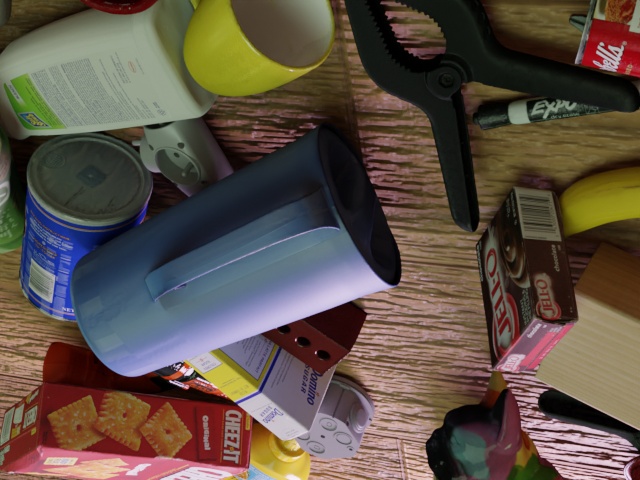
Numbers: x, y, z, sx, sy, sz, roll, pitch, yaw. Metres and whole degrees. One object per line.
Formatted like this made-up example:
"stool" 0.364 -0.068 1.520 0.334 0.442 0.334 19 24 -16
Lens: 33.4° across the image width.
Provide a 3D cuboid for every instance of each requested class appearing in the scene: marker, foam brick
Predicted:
"marker" 0.165 -0.094 0.750 0.121 0.020 0.020 -6 129 28
"foam brick" -0.008 0.073 0.961 0.078 0.051 0.053 34 136 -11

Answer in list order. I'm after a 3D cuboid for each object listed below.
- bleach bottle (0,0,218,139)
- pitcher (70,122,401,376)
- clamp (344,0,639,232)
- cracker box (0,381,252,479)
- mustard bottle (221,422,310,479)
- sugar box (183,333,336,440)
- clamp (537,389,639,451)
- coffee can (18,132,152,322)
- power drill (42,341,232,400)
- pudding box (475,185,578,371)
"bleach bottle" -0.204 -0.132 0.844 0.251 0.068 0.102 -4 131 29
"pitcher" -0.072 0.016 0.818 0.243 0.145 0.149 -24 132 17
"clamp" 0.089 -0.108 0.739 0.210 0.036 0.165 38 126 -4
"cracker box" -0.199 0.202 1.073 0.213 0.072 0.164 13 156 -26
"mustard bottle" -0.066 0.243 1.143 0.096 0.058 0.192 32 136 -10
"sugar box" -0.070 0.096 0.980 0.176 0.093 0.048 44 134 -19
"clamp" 0.277 0.160 0.927 0.171 0.039 0.120 35 153 -18
"coffee can" -0.207 -0.010 0.932 0.103 0.102 0.140 23 137 1
"power drill" -0.183 0.121 1.041 0.188 0.057 0.184 -11 151 36
"pudding box" 0.151 0.030 0.795 0.039 0.113 0.090 6 148 -11
